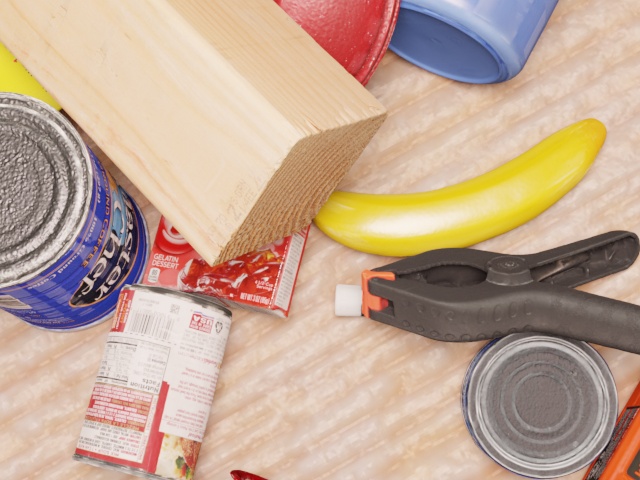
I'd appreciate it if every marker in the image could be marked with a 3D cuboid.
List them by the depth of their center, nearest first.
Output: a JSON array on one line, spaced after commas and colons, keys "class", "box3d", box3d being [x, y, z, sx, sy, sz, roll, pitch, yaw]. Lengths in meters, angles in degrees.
[{"class": "marker", "box3d": [0.069, 0.038, 0.631, 0.121, 0.020, 0.020, 2, 77, 4]}]

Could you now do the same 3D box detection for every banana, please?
[{"class": "banana", "box3d": [0.079, -0.028, 0.637, 0.198, 0.037, 0.069, -9, 77, 1]}]

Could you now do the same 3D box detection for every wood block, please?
[{"class": "wood block", "box3d": [-0.078, -0.097, 0.556, 0.206, 0.090, 0.090, 46, 123, 14]}]

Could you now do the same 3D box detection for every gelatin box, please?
[{"class": "gelatin box", "box3d": [-0.054, 0.001, 0.630, 0.089, 0.030, 0.073, 10, 78, 23]}]

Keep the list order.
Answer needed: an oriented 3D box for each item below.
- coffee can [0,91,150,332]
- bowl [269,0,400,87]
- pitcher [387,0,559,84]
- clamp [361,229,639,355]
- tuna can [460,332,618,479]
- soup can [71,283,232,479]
[{"class": "coffee can", "box3d": [-0.159, -0.010, 0.592, 0.103, 0.140, 0.103, -1, 77, 3]}, {"class": "bowl", "box3d": [-0.030, -0.148, 0.614, 0.162, 0.055, 0.162, 4, 95, 46]}, {"class": "pitcher", "box3d": [0.109, -0.226, 0.632, 0.149, 0.145, 0.243, 25, 82, 5]}, {"class": "clamp", "box3d": [0.110, 0.032, 0.582, 0.171, 0.120, 0.039, -7, 109, -3]}, {"class": "tuna can", "box3d": [0.123, 0.091, 0.603, 0.086, 0.033, 0.086, 0, 84, 4]}, {"class": "soup can", "box3d": [-0.094, 0.082, 0.605, 0.068, 0.068, 0.102, 12, 77, 6]}]
